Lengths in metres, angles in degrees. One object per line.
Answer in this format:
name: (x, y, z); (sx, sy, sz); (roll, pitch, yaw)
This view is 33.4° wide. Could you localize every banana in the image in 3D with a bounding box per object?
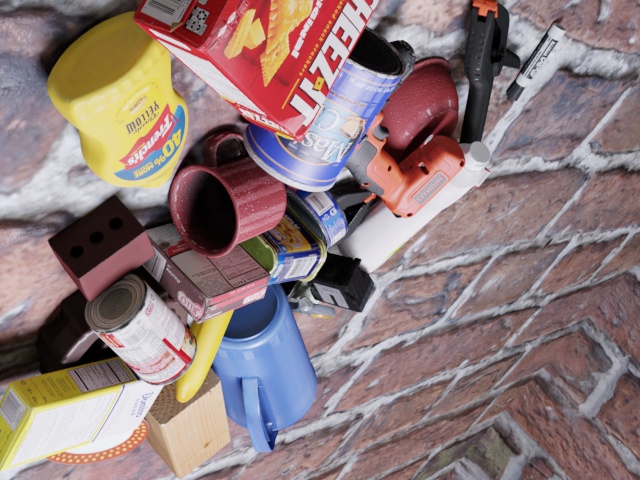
banana: (-0.117, 0.086, 1.174); (0.069, 0.037, 0.198); (65, 47, -78)

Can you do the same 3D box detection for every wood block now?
wood block: (-0.179, 0.213, 1.347); (0.090, 0.090, 0.206); (-36, 156, -20)

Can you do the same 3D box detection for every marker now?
marker: (0.282, -0.233, 1.409); (0.020, 0.020, 0.121); (-15, 145, -49)

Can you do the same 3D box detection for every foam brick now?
foam brick: (-0.202, 0.008, 0.990); (0.078, 0.053, 0.051); (-38, 157, -15)

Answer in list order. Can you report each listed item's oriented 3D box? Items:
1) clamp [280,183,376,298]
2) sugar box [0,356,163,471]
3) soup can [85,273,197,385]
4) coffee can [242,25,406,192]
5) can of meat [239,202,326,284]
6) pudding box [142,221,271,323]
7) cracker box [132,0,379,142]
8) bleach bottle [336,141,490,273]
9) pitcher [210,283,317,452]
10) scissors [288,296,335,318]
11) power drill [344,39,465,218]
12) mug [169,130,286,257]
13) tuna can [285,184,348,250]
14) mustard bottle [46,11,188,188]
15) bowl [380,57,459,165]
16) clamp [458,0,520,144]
clamp: (-0.006, -0.017, 1.285); (0.171, 0.039, 0.120); (-47, 150, -14)
sugar box: (-0.245, 0.168, 1.078); (0.175, 0.048, 0.093); (-11, 142, -52)
soup can: (-0.172, 0.087, 1.031); (0.068, 0.069, 0.102); (-40, 136, -6)
coffee can: (0.002, -0.131, 1.014); (0.102, 0.103, 0.140); (-12, 143, -51)
can of meat: (-0.058, 0.002, 1.157); (0.083, 0.102, 0.058); (-8, 138, -51)
pudding box: (-0.119, 0.025, 1.078); (0.089, 0.114, 0.039); (-19, 144, -45)
cracker box: (-0.035, -0.189, 0.839); (0.164, 0.072, 0.213); (-60, 157, -2)
bleach bottle: (0.118, -0.047, 1.297); (0.102, 0.068, 0.251); (-43, -179, -36)
pitcher: (-0.080, 0.145, 1.319); (0.145, 0.149, 0.243); (-42, 154, -17)
scissors: (-0.036, 0.082, 1.353); (0.201, 0.096, 0.016); (32, 61, -71)
power drill: (0.073, -0.112, 1.149); (0.185, 0.057, 0.187); (-44, 134, 20)
mug: (-0.089, -0.050, 1.048); (0.081, 0.093, 0.117); (-24, 115, -48)
tuna can: (-0.008, -0.032, 1.199); (0.033, 0.086, 0.086); (-38, 157, -17)
mustard bottle: (-0.155, -0.096, 0.875); (0.096, 0.058, 0.191); (-45, 160, -16)
bowl: (0.110, -0.134, 1.252); (0.162, 0.055, 0.162); (-35, 156, -19)
clamp: (0.200, -0.214, 1.252); (0.164, 0.036, 0.210); (-60, 157, -29)
